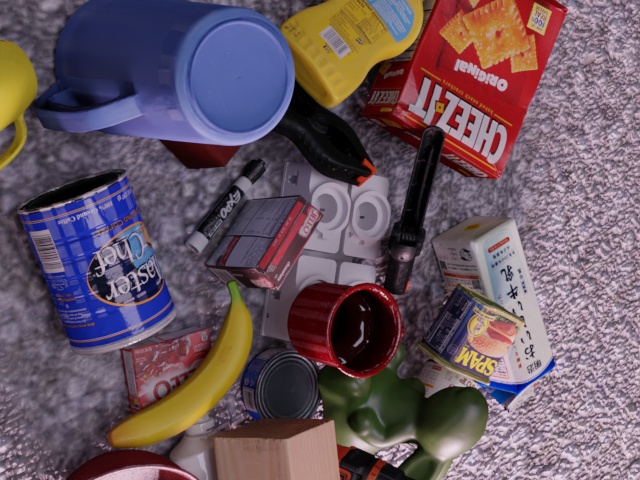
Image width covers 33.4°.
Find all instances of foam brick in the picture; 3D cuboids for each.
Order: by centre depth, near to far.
[{"bbox_3d":[-0.113,-0.106,1.037,0.051,0.078,0.053,47,67,-27],"label":"foam brick"}]

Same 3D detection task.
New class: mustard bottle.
[{"bbox_3d":[0.048,-0.226,1.093,0.191,0.058,0.096,-41,92,-22],"label":"mustard bottle"}]

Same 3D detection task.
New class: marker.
[{"bbox_3d":[-0.095,-0.037,1.090,0.020,0.020,0.121,48,67,-28],"label":"marker"}]

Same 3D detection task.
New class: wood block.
[{"bbox_3d":[-0.035,0.284,1.042,0.090,0.090,0.206,-9,93,-59],"label":"wood block"}]

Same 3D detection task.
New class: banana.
[{"bbox_3d":[-0.122,0.134,1.035,0.069,0.037,0.197,40,70,-11],"label":"banana"}]

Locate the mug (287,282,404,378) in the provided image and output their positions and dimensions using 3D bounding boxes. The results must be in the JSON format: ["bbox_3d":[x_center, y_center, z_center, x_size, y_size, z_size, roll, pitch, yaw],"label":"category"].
[{"bbox_3d":[0.030,0.086,1.071,0.117,0.082,0.093,4,90,-35],"label":"mug"}]

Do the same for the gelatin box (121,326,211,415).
[{"bbox_3d":[-0.148,0.130,1.056,0.089,0.030,0.073,-12,100,-34],"label":"gelatin box"}]

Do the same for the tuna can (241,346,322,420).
[{"bbox_3d":[-0.041,0.156,1.131,0.085,0.034,0.086,-3,94,-35],"label":"tuna can"}]

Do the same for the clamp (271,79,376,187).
[{"bbox_3d":[-0.012,-0.126,1.096,0.171,0.039,0.120,37,46,-23],"label":"clamp"}]

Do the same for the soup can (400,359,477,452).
[{"bbox_3d":[0.133,0.197,1.237,0.068,0.069,0.102,36,72,-32],"label":"soup can"}]

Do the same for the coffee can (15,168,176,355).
[{"bbox_3d":[-0.201,0.018,0.966,0.102,0.103,0.140,-27,108,-31],"label":"coffee can"}]

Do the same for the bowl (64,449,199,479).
[{"bbox_3d":[-0.187,0.246,0.995,0.162,0.055,0.162,-13,131,-16],"label":"bowl"}]

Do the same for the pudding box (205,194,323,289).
[{"bbox_3d":[-0.057,0.001,1.061,0.039,0.114,0.090,41,70,-27],"label":"pudding box"}]

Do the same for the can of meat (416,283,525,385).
[{"bbox_3d":[0.169,0.104,1.187,0.101,0.058,0.084,26,98,-42],"label":"can of meat"}]

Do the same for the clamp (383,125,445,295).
[{"bbox_3d":[0.090,0.003,1.131,0.210,0.036,0.164,98,9,-50],"label":"clamp"}]

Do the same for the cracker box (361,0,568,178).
[{"bbox_3d":[0.162,-0.197,1.171,0.164,0.072,0.213,26,82,-29],"label":"cracker box"}]

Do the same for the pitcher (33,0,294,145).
[{"bbox_3d":[-0.135,-0.141,0.918,0.144,0.243,0.149,19,89,-35],"label":"pitcher"}]
